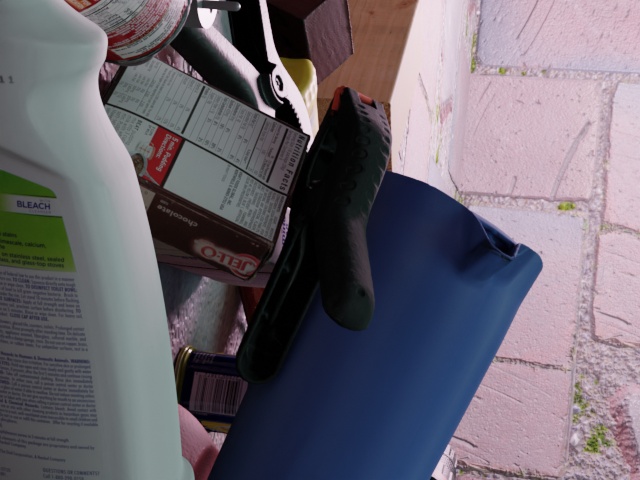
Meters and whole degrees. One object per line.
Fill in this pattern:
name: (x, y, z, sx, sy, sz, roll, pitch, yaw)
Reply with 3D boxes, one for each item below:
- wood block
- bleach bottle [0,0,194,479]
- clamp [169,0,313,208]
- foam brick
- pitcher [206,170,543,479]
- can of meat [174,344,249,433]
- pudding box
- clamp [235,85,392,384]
wood block: (0.045, -0.166, 1.078, 0.206, 0.090, 0.091, -73, 163, -44)
bleach bottle: (-0.106, 0.006, 0.429, 0.068, 0.102, 0.251, -65, 158, -65)
clamp: (-0.043, -0.111, 0.717, 0.164, 0.036, 0.210, -72, 143, -49)
foam brick: (-0.012, -0.173, 0.860, 0.051, 0.053, 0.078, -43, 148, -22)
pitcher: (0.017, 0.089, 0.628, 0.243, 0.145, 0.149, -63, 157, -11)
can of meat: (-0.051, 0.113, 0.767, 0.102, 0.084, 0.057, 54, 43, -71)
pudding box: (-0.068, -0.041, 0.562, 0.039, 0.113, 0.090, -52, -165, 44)
clamp: (0.008, -0.011, 0.555, 0.120, 0.039, 0.171, -18, -128, 57)
